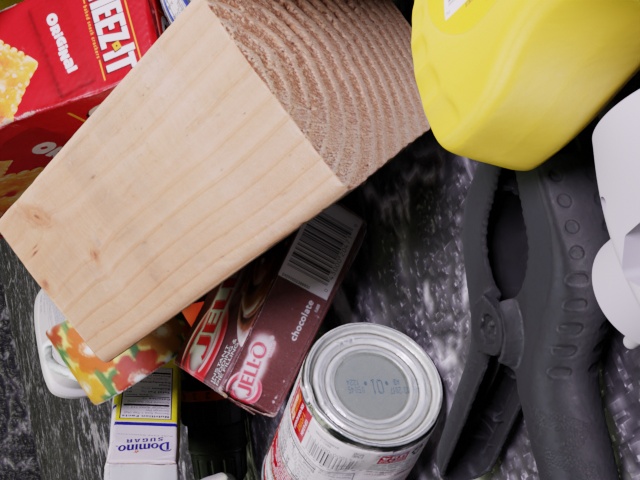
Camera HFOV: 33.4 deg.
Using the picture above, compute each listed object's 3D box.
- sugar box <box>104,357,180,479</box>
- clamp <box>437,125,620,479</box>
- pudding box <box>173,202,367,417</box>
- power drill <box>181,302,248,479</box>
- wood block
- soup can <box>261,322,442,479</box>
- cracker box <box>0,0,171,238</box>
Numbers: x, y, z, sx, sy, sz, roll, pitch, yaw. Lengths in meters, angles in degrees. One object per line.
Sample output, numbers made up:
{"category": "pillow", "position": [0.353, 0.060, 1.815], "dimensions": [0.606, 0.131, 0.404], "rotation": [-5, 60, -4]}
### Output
{"category": "sugar box", "position": [-0.110, 0.131, 0.671], "dimensions": [0.176, 0.048, 0.093], "rotation": [-113, 27, -66]}
{"category": "clamp", "position": [0.078, 0.038, 0.369], "dimensions": [0.120, 0.039, 0.171], "rotation": [-141, 46, -58]}
{"category": "pudding box", "position": [-0.029, 0.030, 0.565], "dimensions": [0.113, 0.039, 0.090], "rotation": [-62, 22, -8]}
{"category": "power drill", "position": [-0.105, 0.093, 0.834], "dimensions": [0.188, 0.057, 0.184], "rotation": [-179, 84, -66]}
{"category": "wood block", "position": [-0.050, -0.032, 0.478], "dimensions": [0.090, 0.090, 0.207], "rotation": [53, 136, -2]}
{"category": "soup can", "position": [0.013, 0.094, 0.517], "dimensions": [0.102, 0.068, 0.068], "rotation": [109, 145, -50]}
{"category": "cracker box", "position": [-0.156, -0.066, 0.612], "dimensions": [0.164, 0.214, 0.072], "rotation": [24, -131, -72]}
